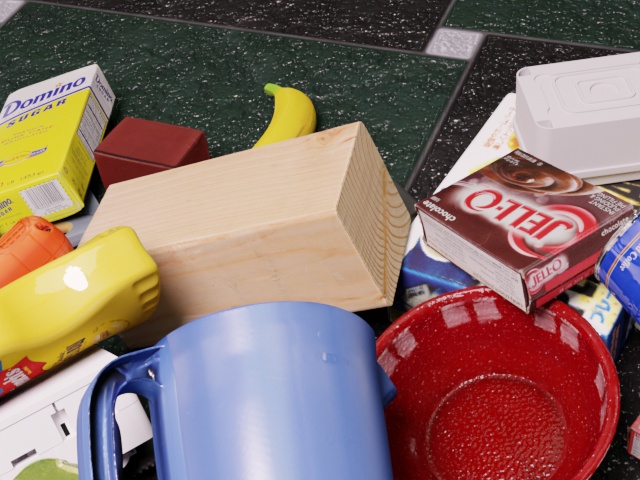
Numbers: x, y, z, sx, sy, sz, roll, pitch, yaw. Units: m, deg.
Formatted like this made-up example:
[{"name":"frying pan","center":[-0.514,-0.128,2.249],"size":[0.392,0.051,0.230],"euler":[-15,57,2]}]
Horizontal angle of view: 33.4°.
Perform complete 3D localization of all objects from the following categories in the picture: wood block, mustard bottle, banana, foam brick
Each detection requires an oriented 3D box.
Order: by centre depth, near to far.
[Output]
[{"name":"mustard bottle","center":[-0.189,0.062,0.628],"size":[0.191,0.096,0.058],"euler":[-30,82,-29]},{"name":"wood block","center":[-0.054,0.001,0.729],"size":[0.206,0.090,0.090],"euler":[-12,39,26]},{"name":"foam brick","center":[-0.137,-0.062,0.883],"size":[0.078,0.053,0.051],"euler":[13,47,20]},{"name":"banana","center":[-0.048,-0.072,0.895],"size":[0.070,0.037,0.197],"euler":[-10,35,34]}]

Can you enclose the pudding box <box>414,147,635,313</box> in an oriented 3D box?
[{"name":"pudding box","center":[0.129,-0.009,0.683],"size":[0.090,0.039,0.114],"euler":[-28,33,-19]}]

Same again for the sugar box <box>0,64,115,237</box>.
[{"name":"sugar box","center":[-0.234,-0.079,0.897],"size":[0.093,0.048,0.176],"euler":[-16,38,11]}]

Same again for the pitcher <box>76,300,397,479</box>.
[{"name":"pitcher","center":[-0.027,0.161,0.542],"size":[0.149,0.145,0.243],"euler":[-16,57,10]}]

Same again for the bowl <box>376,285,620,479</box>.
[{"name":"bowl","center":[0.101,0.108,0.648],"size":[0.162,0.055,0.162],"euler":[-11,51,14]}]

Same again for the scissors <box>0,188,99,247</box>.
[{"name":"scissors","center":[-0.162,-0.022,0.857],"size":[0.202,0.016,0.096],"euler":[-8,38,9]}]

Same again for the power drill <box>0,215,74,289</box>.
[{"name":"power drill","center":[-0.268,0.044,0.741],"size":[0.184,0.057,0.188],"euler":[-45,33,-14]}]
